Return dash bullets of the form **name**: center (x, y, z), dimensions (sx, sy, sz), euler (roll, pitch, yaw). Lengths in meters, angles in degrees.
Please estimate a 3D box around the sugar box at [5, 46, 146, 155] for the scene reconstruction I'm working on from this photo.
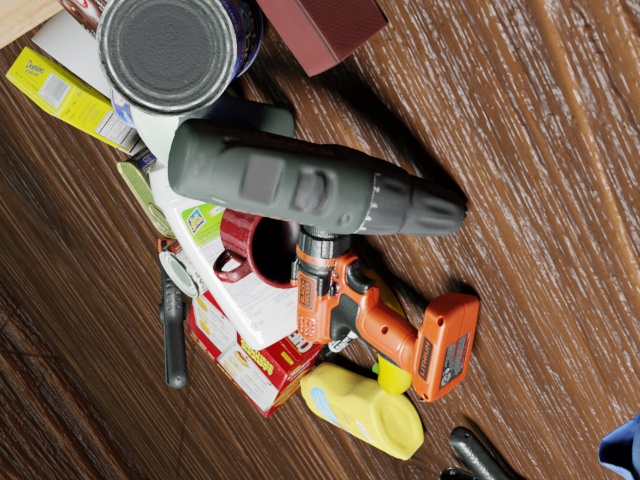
- **sugar box**: center (-0.256, -0.148, 1.187), dimensions (0.093, 0.048, 0.176), euler (38, -173, 27)

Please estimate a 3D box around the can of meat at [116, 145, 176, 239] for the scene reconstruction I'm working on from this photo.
- **can of meat**: center (-0.159, -0.067, 1.176), dimensions (0.058, 0.083, 0.102), euler (9, 134, 58)

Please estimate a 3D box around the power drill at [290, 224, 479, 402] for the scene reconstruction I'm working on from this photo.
- **power drill**: center (0.052, 0.045, 0.962), dimensions (0.188, 0.057, 0.184), euler (31, 135, 34)

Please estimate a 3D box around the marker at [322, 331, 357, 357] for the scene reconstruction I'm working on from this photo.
- **marker**: center (0.024, 0.110, 1.192), dimensions (0.020, 0.020, 0.121), euler (48, 158, 5)

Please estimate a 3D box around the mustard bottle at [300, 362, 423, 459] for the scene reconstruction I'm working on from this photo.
- **mustard bottle**: center (0.034, 0.188, 1.244), dimensions (0.192, 0.058, 0.096), euler (13, 144, 56)

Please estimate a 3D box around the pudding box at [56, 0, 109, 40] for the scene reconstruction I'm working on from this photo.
- **pudding box**: center (-0.212, -0.231, 0.929), dimensions (0.113, 0.039, 0.090), euler (43, 163, -1)

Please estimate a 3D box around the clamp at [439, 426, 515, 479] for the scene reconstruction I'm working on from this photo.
- **clamp**: center (0.191, 0.258, 1.084), dimensions (0.172, 0.039, 0.120), euler (29, 155, 29)

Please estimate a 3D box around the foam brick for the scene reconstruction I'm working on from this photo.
- **foam brick**: center (-0.001, -0.166, 0.762), dimensions (0.078, 0.053, 0.051), euler (55, 157, -9)

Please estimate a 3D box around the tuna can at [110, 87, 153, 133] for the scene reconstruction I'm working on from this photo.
- **tuna can**: center (-0.162, -0.148, 1.054), dimensions (0.034, 0.086, 0.086), euler (27, 148, 42)

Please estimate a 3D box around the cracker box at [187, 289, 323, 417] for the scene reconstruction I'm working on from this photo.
- **cracker box**: center (-0.086, 0.121, 1.351), dimensions (0.164, 0.072, 0.214), euler (47, 157, 11)

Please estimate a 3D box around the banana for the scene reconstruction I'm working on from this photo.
- **banana**: center (0.067, 0.106, 1.081), dimensions (0.070, 0.037, 0.198), euler (38, 155, 29)

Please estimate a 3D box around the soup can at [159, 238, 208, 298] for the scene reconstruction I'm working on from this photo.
- **soup can**: center (-0.122, 0.008, 1.199), dimensions (0.068, 0.102, 0.068), euler (41, 156, 23)

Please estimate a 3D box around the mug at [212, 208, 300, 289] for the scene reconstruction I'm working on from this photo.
- **mug**: center (-0.057, 0.001, 1.054), dimensions (0.082, 0.117, 0.093), euler (23, 150, 58)

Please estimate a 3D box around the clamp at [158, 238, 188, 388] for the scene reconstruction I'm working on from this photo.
- **clamp**: center (-0.200, 0.104, 1.445), dimensions (0.165, 0.036, 0.210), euler (127, 139, -73)

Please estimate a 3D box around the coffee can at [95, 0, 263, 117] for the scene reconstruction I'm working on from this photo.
- **coffee can**: center (-0.104, -0.158, 0.821), dimensions (0.103, 0.103, 0.140), euler (55, -166, -12)

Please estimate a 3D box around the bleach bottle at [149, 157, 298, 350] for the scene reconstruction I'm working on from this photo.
- **bleach bottle**: center (-0.097, -0.011, 1.130), dimensions (0.251, 0.102, 0.068), euler (60, 172, -18)
